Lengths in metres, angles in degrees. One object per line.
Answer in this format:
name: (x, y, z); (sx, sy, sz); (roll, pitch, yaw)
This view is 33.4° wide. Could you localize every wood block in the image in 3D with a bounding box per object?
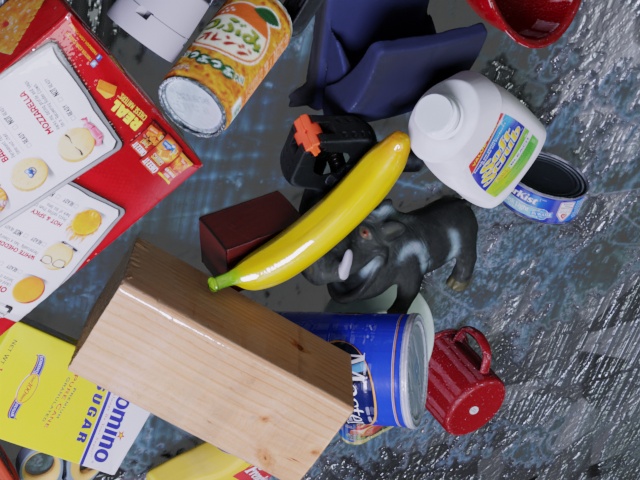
wood block: (-0.083, 0.096, 0.855); (0.206, 0.091, 0.090); (30, 111, -13)

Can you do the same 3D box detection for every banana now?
banana: (0.002, -0.015, 0.837); (0.198, 0.037, 0.069); (-39, 171, 17)

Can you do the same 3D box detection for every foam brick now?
foam brick: (-0.056, 0.001, 0.900); (0.078, 0.051, 0.053); (-20, 134, -23)

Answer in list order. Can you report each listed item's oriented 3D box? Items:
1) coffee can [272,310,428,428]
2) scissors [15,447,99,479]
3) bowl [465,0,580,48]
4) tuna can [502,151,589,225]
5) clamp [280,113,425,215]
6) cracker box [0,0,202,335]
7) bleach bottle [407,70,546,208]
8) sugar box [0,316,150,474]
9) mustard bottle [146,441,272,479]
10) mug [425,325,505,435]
coffee can: (0.020, 0.115, 0.968); (0.140, 0.102, 0.103); (0, 139, 16)
scissors: (-0.248, 0.244, 0.992); (0.096, 0.016, 0.202); (2, 124, -36)
bowl: (0.146, -0.229, 0.822); (0.161, 0.055, 0.162); (-9, 102, -47)
tuna can: (0.213, -0.052, 1.033); (0.085, 0.086, 0.034); (-9, 131, -32)
clamp: (0.008, -0.057, 0.867); (0.120, 0.039, 0.171); (-37, 156, 17)
cracker box: (-0.213, -0.047, 0.725); (0.213, 0.072, 0.164); (-40, 138, 0)
bleach bottle: (0.120, -0.082, 0.876); (0.103, 0.068, 0.250); (-54, 163, 13)
sugar box: (-0.216, 0.126, 0.876); (0.176, 0.048, 0.093); (34, 84, -46)
mustard bottle: (-0.076, 0.216, 1.065); (0.191, 0.058, 0.096); (-26, 147, -18)
mug: (0.152, 0.148, 1.162); (0.093, 0.082, 0.117); (2, 124, -38)
